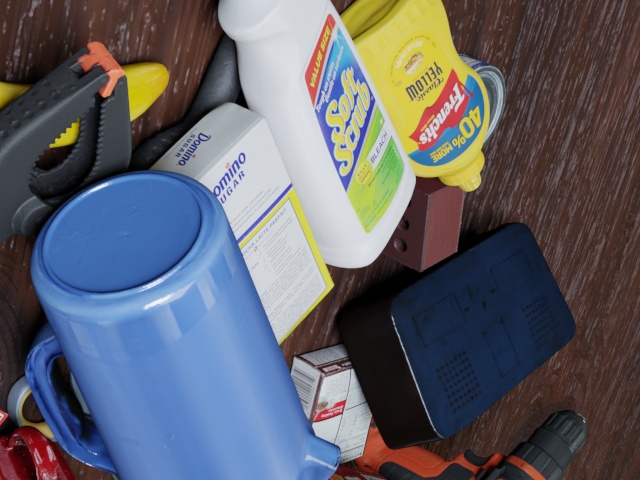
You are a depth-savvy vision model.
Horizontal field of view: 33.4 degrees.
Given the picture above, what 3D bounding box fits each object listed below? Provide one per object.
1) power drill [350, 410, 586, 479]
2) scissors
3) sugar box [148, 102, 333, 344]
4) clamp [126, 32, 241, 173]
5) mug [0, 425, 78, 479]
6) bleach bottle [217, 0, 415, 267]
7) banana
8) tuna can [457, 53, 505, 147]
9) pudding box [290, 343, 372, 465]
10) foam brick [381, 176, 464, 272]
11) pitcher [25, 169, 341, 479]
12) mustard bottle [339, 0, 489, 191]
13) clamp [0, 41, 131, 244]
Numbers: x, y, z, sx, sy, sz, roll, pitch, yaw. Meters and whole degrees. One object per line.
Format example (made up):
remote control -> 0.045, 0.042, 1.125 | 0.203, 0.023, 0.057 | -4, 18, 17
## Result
power drill -> 0.130, 0.197, 0.996 | 0.184, 0.188, 0.057 | -44, 138, -20
scissors -> -0.169, 0.148, 0.760 | 0.096, 0.016, 0.202 | -25, 129, -36
sugar box -> -0.055, 0.001, 0.717 | 0.093, 0.048, 0.176 | -46, 139, -21
clamp -> -0.082, -0.063, 0.714 | 0.171, 0.039, 0.120 | -44, 133, -33
mug -> -0.189, 0.169, 0.681 | 0.093, 0.082, 0.117 | -11, 129, -34
bleach bottle -> -0.010, -0.093, 0.714 | 0.102, 0.068, 0.250 | -59, 143, -24
banana -> -0.166, -0.084, 0.602 | 0.197, 0.037, 0.070 | 7, 109, -51
tuna can -> 0.121, -0.115, 0.919 | 0.085, 0.034, 0.086 | -27, 131, -37
pudding box -> 0.009, 0.150, 0.950 | 0.089, 0.039, 0.113 | -11, 122, -46
foam brick -> 0.087, -0.023, 0.921 | 0.051, 0.053, 0.078 | -25, 129, -38
pitcher -> -0.094, 0.077, 0.644 | 0.149, 0.145, 0.243 | -32, 138, -17
mustard bottle -> 0.080, -0.106, 0.829 | 0.096, 0.058, 0.191 | -44, 130, -8
clamp -> -0.173, -0.018, 0.598 | 0.164, 0.036, 0.210 | -6, 136, -46
